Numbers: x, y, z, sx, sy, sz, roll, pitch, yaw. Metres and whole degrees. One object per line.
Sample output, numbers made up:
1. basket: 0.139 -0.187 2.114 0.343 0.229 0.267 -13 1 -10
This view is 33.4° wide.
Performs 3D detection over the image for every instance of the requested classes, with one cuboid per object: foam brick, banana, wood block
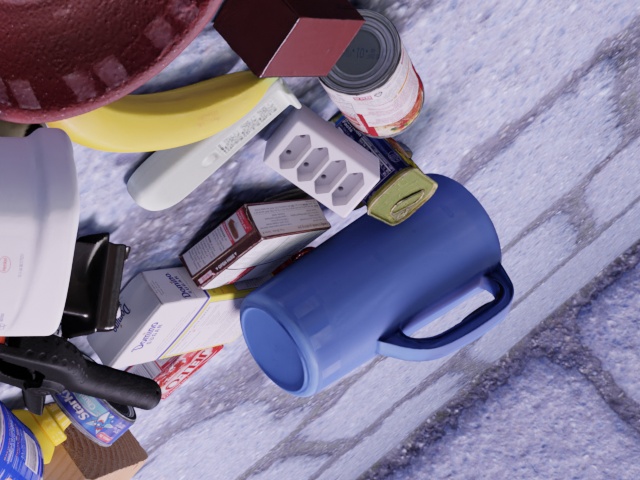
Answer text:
1. foam brick: -0.020 -0.141 0.692 0.078 0.053 0.051 -12 147 -53
2. banana: -0.105 -0.087 0.684 0.197 0.037 0.070 -21 147 -44
3. wood block: -0.277 0.254 1.058 0.206 0.090 0.090 -48 161 24

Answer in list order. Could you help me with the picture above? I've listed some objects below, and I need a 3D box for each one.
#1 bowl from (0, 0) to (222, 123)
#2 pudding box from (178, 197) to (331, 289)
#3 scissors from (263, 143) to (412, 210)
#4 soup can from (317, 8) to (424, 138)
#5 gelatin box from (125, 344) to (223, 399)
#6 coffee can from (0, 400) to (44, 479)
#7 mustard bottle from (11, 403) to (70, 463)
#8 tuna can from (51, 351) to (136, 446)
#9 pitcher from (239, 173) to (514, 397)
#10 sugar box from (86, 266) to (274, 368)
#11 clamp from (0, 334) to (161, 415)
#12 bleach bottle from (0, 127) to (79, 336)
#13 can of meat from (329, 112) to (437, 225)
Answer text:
1. bowl: -0.118 -0.133 0.518 0.162 0.055 0.162 -35 161 -14
2. pudding box: -0.056 0.001 0.953 0.090 0.039 0.113 -38 167 30
3. scissors: 0.010 -0.044 1.032 0.201 0.016 0.096 -26 157 -35
4. soup can: 0.038 -0.125 0.814 0.068 0.068 0.102 -41 161 3
5. gelatin box: -0.149 0.124 1.093 0.089 0.030 0.073 -41 162 5
6. coffee can: -0.280 0.165 0.824 0.102 0.103 0.140 -35 161 -14
7. mustard bottle: -0.298 0.203 0.939 0.191 0.058 0.096 -35 180 -16
8. tuna can: -0.201 0.138 0.940 0.034 0.086 0.086 -41 162 -1
9. pitcher: 0.054 0.049 1.002 0.242 0.145 0.149 -31 -168 -30
10. sugar box: -0.123 0.064 0.985 0.093 0.048 0.175 -48 156 25
11. clamp: -0.214 0.102 0.814 0.120 0.039 0.171 -15 148 22
12. bleach bottle: -0.238 -0.004 0.460 0.250 0.068 0.103 1 133 -22
13. can of meat: 0.049 -0.066 0.945 0.057 0.084 0.102 -43 161 10
